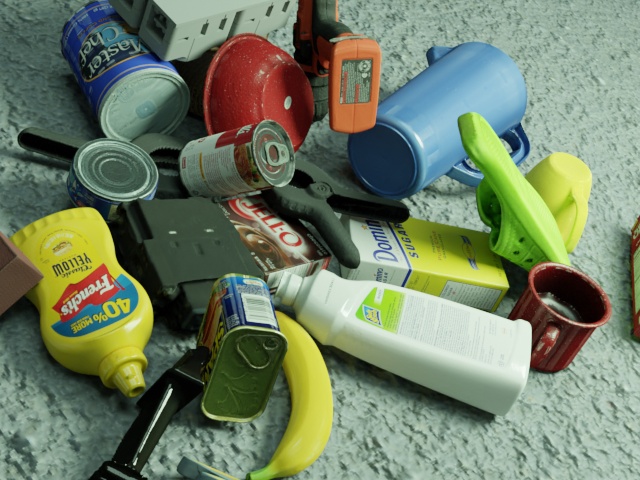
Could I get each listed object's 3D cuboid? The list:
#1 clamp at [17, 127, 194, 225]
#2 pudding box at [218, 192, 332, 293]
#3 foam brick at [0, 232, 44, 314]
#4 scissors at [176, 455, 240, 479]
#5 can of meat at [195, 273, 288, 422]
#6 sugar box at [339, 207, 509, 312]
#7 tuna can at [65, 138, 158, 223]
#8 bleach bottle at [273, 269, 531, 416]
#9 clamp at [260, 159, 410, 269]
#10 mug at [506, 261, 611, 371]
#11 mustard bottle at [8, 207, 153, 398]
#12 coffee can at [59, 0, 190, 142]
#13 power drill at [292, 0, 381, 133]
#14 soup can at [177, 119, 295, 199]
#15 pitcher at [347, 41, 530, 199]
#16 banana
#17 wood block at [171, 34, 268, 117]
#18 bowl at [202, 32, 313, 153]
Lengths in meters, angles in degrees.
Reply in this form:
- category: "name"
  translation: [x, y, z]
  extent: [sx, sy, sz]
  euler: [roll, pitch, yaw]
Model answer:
- category: "clamp"
  translation: [-0.187, -0.060, 1.099]
  extent: [0.209, 0.036, 0.165]
  euler: [-8, 55, -35]
- category: "pudding box"
  translation: [-0.057, 0.001, 1.092]
  extent: [0.089, 0.039, 0.114]
  euler: [-15, 52, -39]
- category: "foam brick"
  translation: [-0.287, 0.031, 0.902]
  extent: [0.078, 0.053, 0.051]
  euler: [-42, 66, -8]
- category: "scissors"
  translation: [-0.021, 0.217, 0.839]
  extent: [0.202, 0.096, 0.016]
  euler: [24, 82, 2]
- category: "can of meat"
  translation: [-0.072, 0.091, 0.924]
  extent: [0.057, 0.102, 0.084]
  euler: [9, 31, -19]
- category: "sugar box"
  translation: [0.108, 0.018, 1.150]
  extent: [0.176, 0.048, 0.093]
  euler: [12, 38, -17]
- category: "tuna can"
  translation: [-0.202, -0.059, 1.039]
  extent: [0.086, 0.034, 0.086]
  euler: [13, 47, -14]
- category: "bleach bottle"
  translation: [0.078, 0.083, 1.042]
  extent: [0.251, 0.068, 0.102]
  euler: [21, 39, -2]
- category: "clamp"
  translation: [0.008, -0.043, 1.118]
  extent: [0.172, 0.039, 0.120]
  euler: [39, 38, 21]
- category: "mug"
  translation: [0.238, 0.089, 1.106]
  extent: [0.093, 0.082, 0.117]
  euler: [28, 38, 5]
- category: "mustard bottle"
  translation: [-0.201, 0.060, 0.933]
  extent: [0.096, 0.058, 0.192]
  euler: [-23, 57, -21]
- category: "coffee can"
  translation: [-0.217, -0.186, 1.178]
  extent: [0.102, 0.103, 0.140]
  euler: [-7, 47, -32]
- category: "power drill"
  translation: [0.011, -0.193, 1.214]
  extent: [0.057, 0.184, 0.188]
  euler: [-8, 32, -15]
- category: "soup can"
  translation: [-0.086, -0.079, 1.085]
  extent: [0.068, 0.102, 0.068]
  euler: [20, 66, -52]
- category: "pitcher"
  translation: [0.147, -0.136, 1.292]
  extent: [0.149, 0.145, 0.242]
  euler: [12, 33, 35]
- category: "banana"
  translation: [-0.022, 0.137, 0.954]
  extent: [0.069, 0.037, 0.197]
  euler: [16, 39, -10]
- category: "wood block"
  translation: [-0.116, -0.245, 1.281]
  extent: [0.090, 0.090, 0.206]
  euler: [24, 43, -15]
- category: "bowl"
  translation: [-0.055, -0.147, 1.168]
  extent: [0.055, 0.162, 0.161]
  euler: [2, 24, 36]
